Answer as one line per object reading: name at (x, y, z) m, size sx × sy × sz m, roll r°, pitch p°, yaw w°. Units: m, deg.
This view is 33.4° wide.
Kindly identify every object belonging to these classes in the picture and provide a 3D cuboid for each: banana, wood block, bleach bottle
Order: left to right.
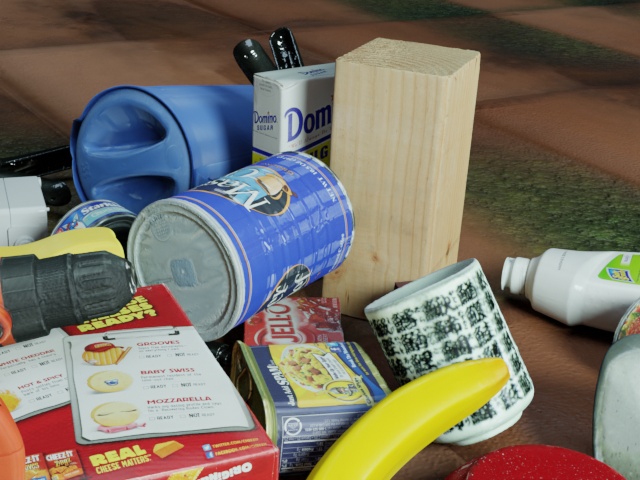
banana at (0.034, 0.129, 0.596) m, size 0.070 × 0.037 × 0.197 m, roll 19°, pitch 50°, yaw 28°
wood block at (0.062, -0.045, 0.843) m, size 0.090 × 0.206 × 0.090 m, roll 12°, pitch 25°, yaw 20°
bleach bottle at (0.272, 0.044, 0.849) m, size 0.251 × 0.068 × 0.102 m, roll 9°, pitch 23°, yaw 20°

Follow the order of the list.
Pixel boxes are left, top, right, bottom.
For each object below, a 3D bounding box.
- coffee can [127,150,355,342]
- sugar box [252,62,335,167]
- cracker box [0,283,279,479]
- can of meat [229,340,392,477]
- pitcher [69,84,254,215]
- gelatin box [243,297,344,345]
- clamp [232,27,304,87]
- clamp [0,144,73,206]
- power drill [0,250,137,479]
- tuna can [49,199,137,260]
coffee can at (-0.055, 0.001, 0.777) m, size 0.103 × 0.103 × 0.140 m, roll 18°, pitch 28°, yaw 31°
sugar box at (-0.011, -0.056, 0.896) m, size 0.093 × 0.176 × 0.048 m, roll -16°, pitch 30°, yaw -38°
cracker box at (-0.138, 0.108, 0.628) m, size 0.164 × 0.072 × 0.214 m, roll -8°, pitch 25°, yaw -23°
can of meat at (-0.006, 0.104, 0.675) m, size 0.083 × 0.057 × 0.102 m, roll -1°, pitch 24°, yaw -17°
pitcher at (-0.099, -0.081, 1.000) m, size 0.145 × 0.149 × 0.242 m, roll -28°, pitch -3°, yaw 31°
gelatin box at (-0.020, 0.071, 0.784) m, size 0.073 × 0.030 × 0.089 m, roll 1°, pitch 22°, yaw -2°
clamp at (-0.014, -0.100, 0.973) m, size 0.036 × 0.210 × 0.164 m, roll -24°, pitch 3°, yaw 16°
clamp at (-0.317, -0.058, 1.040) m, size 0.171 × 0.039 × 0.120 m, roll -9°, pitch 21°, yaw -12°
power drill at (-0.187, 0.065, 0.562) m, size 0.184 × 0.057 × 0.188 m, roll -11°, pitch 24°, yaw -6°
tuna can at (-0.169, 0.014, 0.829) m, size 0.085 × 0.086 × 0.034 m, roll -19°, pitch 33°, yaw -42°
